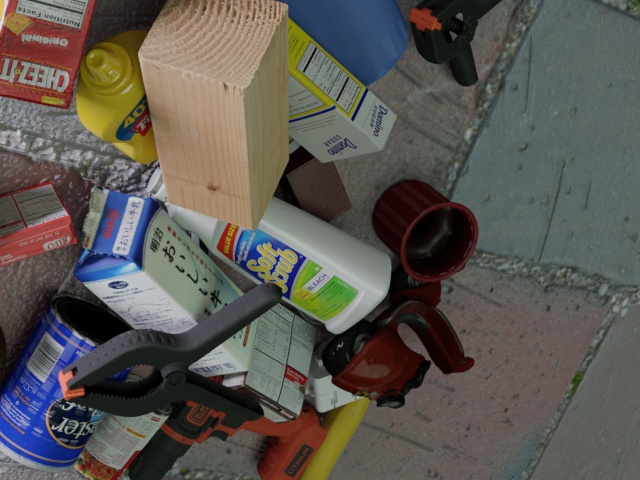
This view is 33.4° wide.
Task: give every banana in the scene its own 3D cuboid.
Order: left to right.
[{"bbox_3d":[0.012,0.241,1.245,0.198,0.037,0.069,-60,153,14],"label":"banana"}]

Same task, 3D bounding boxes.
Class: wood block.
[{"bbox_3d":[-0.082,-0.107,0.886,0.206,0.091,0.090,93,17,-60],"label":"wood block"}]

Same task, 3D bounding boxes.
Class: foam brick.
[{"bbox_3d":[-0.011,-0.059,1.076,0.051,0.053,0.078,-31,125,-9],"label":"foam brick"}]

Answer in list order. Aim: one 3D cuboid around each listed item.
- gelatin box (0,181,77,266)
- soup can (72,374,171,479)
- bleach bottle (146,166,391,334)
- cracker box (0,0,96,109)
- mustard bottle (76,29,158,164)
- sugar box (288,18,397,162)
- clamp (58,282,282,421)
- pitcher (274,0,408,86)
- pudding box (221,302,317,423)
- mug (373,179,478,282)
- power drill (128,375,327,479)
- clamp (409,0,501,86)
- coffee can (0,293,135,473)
[{"bbox_3d":[-0.263,-0.015,0.950,0.073,0.089,0.030,-19,122,-17],"label":"gelatin box"},{"bbox_3d":[-0.210,0.195,1.102,0.068,0.069,0.102,35,96,-36],"label":"soup can"},{"bbox_3d":[-0.057,0.001,1.041,0.250,0.068,0.103,28,135,-22],"label":"bleach bottle"},{"bbox_3d":[-0.209,-0.228,0.818,0.072,0.164,0.214,10,110,-28],"label":"cracker box"},{"bbox_3d":[-0.157,-0.125,0.894,0.096,0.058,0.191,-54,170,-1],"label":"mustard bottle"},{"bbox_3d":[-0.024,-0.140,0.942,0.176,0.094,0.048,36,66,-30],"label":"sugar box"},{"bbox_3d":[-0.135,0.126,0.996,0.209,0.036,0.165,-13,128,-19],"label":"clamp"},{"bbox_3d":[-0.008,-0.253,0.932,0.149,0.145,0.242,-11,136,27],"label":"pitcher"},{"bbox_3d":[-0.053,0.123,1.124,0.039,0.113,0.090,-19,137,39],"label":"pudding box"},{"bbox_3d":[0.116,-0.008,1.149,0.093,0.082,0.117,-47,126,3],"label":"mug"},{"bbox_3d":[-0.098,0.217,1.176,0.187,0.057,0.184,31,99,-35],"label":"power drill"},{"bbox_3d":[0.133,-0.201,1.048,0.171,0.039,0.120,-20,127,-51],"label":"clamp"},{"bbox_3d":[-0.248,0.137,1.030,0.102,0.103,0.140,25,102,-34],"label":"coffee can"}]
